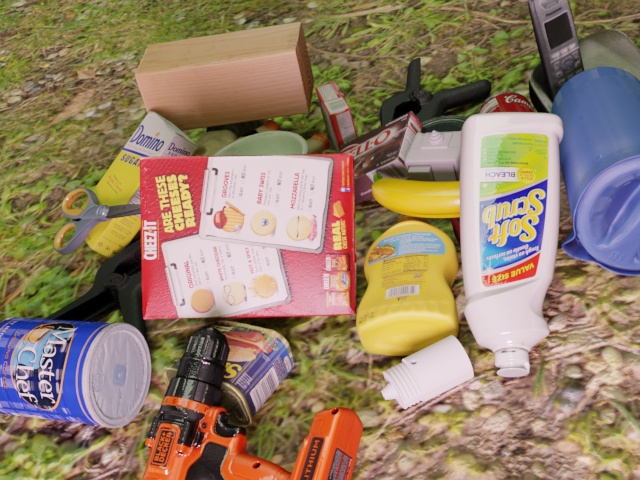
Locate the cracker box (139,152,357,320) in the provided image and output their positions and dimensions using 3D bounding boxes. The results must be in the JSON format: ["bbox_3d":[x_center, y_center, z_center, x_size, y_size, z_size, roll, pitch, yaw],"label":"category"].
[{"bbox_3d":[-0.071,-0.005,1.084,0.213,0.164,0.072,-1,-1,2],"label":"cracker box"}]

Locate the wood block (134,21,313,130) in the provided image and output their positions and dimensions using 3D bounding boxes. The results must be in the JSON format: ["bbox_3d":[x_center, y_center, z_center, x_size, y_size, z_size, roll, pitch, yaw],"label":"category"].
[{"bbox_3d":[-0.119,-0.208,1.369,0.206,0.091,0.090,-7,36,10],"label":"wood block"}]

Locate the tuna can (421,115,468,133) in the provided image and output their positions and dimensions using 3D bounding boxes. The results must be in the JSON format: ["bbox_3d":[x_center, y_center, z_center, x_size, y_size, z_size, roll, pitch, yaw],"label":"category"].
[{"bbox_3d":[0.147,-0.114,1.285,0.086,0.034,0.086,-13,34,9],"label":"tuna can"}]

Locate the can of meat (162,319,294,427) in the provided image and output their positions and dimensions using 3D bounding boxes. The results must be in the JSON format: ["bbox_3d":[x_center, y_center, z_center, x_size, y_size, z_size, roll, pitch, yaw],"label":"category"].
[{"bbox_3d":[-0.087,0.127,1.041,0.102,0.057,0.083,9,41,35],"label":"can of meat"}]

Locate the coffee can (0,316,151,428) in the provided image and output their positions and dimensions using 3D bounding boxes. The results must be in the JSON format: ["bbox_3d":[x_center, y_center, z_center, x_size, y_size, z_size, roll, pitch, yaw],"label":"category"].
[{"bbox_3d":[-0.257,0.131,1.074,0.140,0.103,0.102,1,39,27],"label":"coffee can"}]

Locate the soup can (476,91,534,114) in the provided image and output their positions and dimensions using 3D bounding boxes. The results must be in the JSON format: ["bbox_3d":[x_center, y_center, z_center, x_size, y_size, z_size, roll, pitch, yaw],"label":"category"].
[{"bbox_3d":[0.222,-0.118,1.223,0.068,0.068,0.102,-15,35,5],"label":"soup can"}]

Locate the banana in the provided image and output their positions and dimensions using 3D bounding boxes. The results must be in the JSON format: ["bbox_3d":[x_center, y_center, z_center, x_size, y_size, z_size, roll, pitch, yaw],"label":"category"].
[{"bbox_3d":[0.130,-0.051,1.105,0.198,0.037,0.069,5,44,29],"label":"banana"}]

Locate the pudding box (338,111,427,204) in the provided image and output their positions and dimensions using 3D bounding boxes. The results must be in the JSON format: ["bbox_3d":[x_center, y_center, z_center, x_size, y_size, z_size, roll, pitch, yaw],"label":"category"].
[{"bbox_3d":[0.065,-0.093,1.253,0.114,0.039,0.090,-22,34,34],"label":"pudding box"}]

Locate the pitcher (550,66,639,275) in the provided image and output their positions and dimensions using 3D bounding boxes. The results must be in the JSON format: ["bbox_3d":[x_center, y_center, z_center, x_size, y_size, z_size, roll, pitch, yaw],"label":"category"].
[{"bbox_3d":[0.315,-0.088,1.085,0.149,0.145,0.242,5,33,-1],"label":"pitcher"}]

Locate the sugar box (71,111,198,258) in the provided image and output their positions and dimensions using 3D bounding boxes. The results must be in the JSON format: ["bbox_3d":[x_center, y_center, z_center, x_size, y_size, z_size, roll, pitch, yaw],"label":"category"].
[{"bbox_3d":[-0.232,-0.069,1.321,0.176,0.048,0.093,-56,38,5],"label":"sugar box"}]

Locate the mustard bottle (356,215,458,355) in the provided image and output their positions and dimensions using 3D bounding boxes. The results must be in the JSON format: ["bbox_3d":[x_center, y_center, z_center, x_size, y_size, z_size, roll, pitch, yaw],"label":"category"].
[{"bbox_3d":[0.091,0.033,1.084,0.096,0.058,0.191,-10,35,15],"label":"mustard bottle"}]

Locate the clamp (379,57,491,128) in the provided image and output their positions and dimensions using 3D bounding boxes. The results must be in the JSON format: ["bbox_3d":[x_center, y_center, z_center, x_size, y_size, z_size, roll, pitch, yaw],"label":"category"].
[{"bbox_3d":[0.124,-0.180,1.369,0.171,0.039,0.120,-34,44,-31],"label":"clamp"}]

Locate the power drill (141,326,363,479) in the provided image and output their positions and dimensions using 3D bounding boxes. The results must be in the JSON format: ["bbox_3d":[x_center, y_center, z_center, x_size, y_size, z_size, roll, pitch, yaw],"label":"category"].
[{"bbox_3d":[-0.061,0.169,0.919,0.188,0.057,0.184,4,69,30],"label":"power drill"}]

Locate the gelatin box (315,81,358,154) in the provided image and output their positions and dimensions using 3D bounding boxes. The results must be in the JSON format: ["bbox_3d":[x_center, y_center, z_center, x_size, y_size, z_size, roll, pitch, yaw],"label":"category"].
[{"bbox_3d":[0.024,-0.152,1.362,0.030,0.073,0.089,-19,33,-3],"label":"gelatin box"}]

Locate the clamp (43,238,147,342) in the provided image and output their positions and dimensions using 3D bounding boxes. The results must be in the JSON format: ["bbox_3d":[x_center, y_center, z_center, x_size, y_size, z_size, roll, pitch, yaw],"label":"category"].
[{"bbox_3d":[-0.239,0.062,1.219,0.165,0.036,0.209,-4,35,20],"label":"clamp"}]

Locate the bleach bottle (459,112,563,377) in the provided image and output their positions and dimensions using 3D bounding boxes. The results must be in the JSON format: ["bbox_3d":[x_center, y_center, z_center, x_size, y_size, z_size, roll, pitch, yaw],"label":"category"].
[{"bbox_3d":[0.183,0.003,1.003,0.102,0.068,0.251,1,67,2],"label":"bleach bottle"}]

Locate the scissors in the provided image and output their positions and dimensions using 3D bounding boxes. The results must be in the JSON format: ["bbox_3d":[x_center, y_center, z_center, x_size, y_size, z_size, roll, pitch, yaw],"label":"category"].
[{"bbox_3d":[-0.269,-0.016,1.273,0.202,0.016,0.096,20,85,53],"label":"scissors"}]
